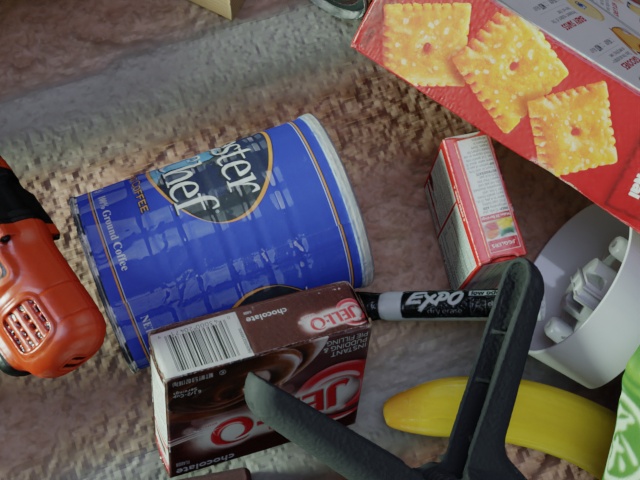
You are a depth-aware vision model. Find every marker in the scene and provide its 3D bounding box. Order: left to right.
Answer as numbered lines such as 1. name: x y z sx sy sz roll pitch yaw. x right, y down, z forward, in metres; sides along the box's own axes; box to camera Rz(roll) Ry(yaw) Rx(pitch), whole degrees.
1. marker: 0.066 0.037 0.606 0.121 0.020 0.020 -2 73 21

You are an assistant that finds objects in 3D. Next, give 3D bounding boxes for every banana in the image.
1. banana: 0.134 0.118 0.599 0.198 0.037 0.069 29 74 5

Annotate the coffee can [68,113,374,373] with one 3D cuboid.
1. coffee can: -0.054 0.001 0.589 0.140 0.103 0.103 -20 76 -8

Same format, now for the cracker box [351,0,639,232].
1. cracker box: 0.143 -0.095 0.600 0.214 0.072 0.164 35 32 6

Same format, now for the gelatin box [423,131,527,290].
1. gelatin box: 0.086 -0.013 0.606 0.030 0.089 0.073 -13 76 -5

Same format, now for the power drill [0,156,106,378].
1. power drill: -0.220 0.030 0.555 0.188 0.057 0.184 -41 75 18

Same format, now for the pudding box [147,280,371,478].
1. pudding box: -0.033 0.074 0.565 0.113 0.090 0.039 -12 48 -16

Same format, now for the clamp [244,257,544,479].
1. clamp: 0.054 0.127 0.547 0.164 0.036 0.210 -15 103 -16
